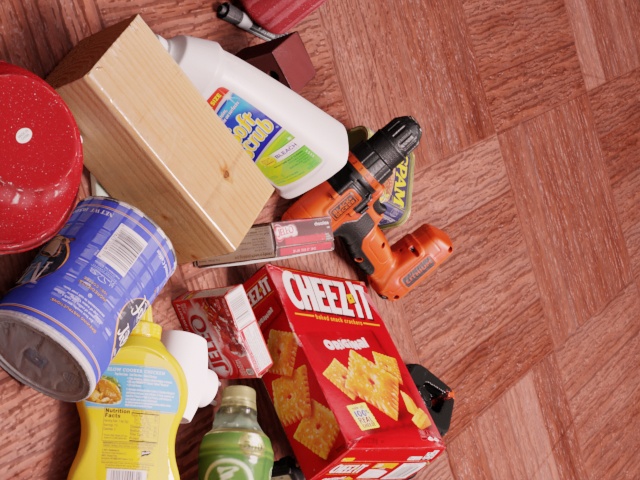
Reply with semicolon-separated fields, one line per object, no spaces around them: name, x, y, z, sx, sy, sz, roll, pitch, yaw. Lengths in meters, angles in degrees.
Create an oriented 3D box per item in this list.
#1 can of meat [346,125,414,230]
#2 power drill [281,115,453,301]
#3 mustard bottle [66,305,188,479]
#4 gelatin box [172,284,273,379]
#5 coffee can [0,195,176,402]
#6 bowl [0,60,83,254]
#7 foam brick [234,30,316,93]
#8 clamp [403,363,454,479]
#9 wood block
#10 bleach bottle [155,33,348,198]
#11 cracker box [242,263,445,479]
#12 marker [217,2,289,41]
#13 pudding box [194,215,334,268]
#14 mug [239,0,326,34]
can of meat;0.061;-0.074;1.251;0.083;0.058;0.102;25;63;-42
power drill;0.071;-0.030;1.187;0.187;0.184;0.057;45;8;-38
mustard bottle;-0.164;0.147;0.922;0.096;0.058;0.191;6;74;-12
gelatin box;-0.093;0.089;1.019;0.030;0.073;0.089;-35;110;-47
coffee can;-0.197;0.047;0.880;0.102;0.103;0.140;54;46;-28
bowl;-0.238;-0.074;0.807;0.161;0.055;0.162;17;64;-40
foam brick;-0.054;-0.177;1.116;0.051;0.078;0.053;-50;120;-45
clamp;0.109;0.198;1.238;0.209;0.036;0.164;20;47;-57
wood block;-0.147;-0.085;0.955;0.206;0.090;0.090;52;48;-27
bleach bottle;-0.087;-0.129;1.053;0.250;0.103;0.068;29;45;-41
cracker box;0.018;0.133;1.075;0.163;0.072;0.214;13;43;-49
marker;-0.066;-0.231;1.158;0.120;0.020;0.020;17;70;-47
pudding box;-0.057;0.001;1.049;0.089;0.114;0.039;-6;87;-51
mug;-0.033;-0.280;1.148;0.093;0.082;0.117;49;32;-14
